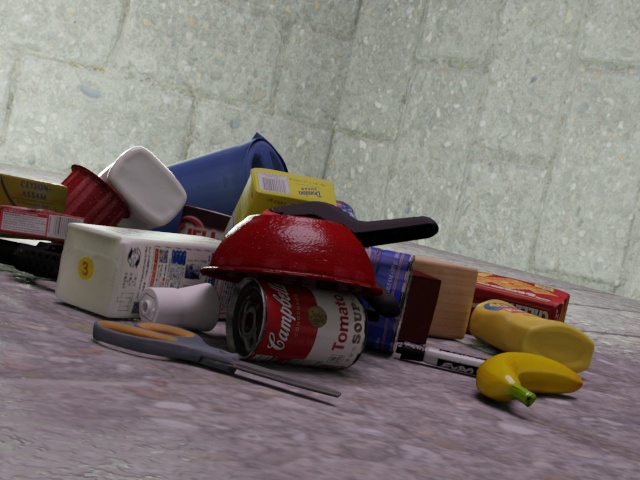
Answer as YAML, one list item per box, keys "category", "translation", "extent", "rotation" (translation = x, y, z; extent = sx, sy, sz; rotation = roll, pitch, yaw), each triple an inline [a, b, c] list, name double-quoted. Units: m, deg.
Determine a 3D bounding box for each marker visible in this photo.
- category: "marker"
  translation: [0.134, 0.119, 1.050]
  extent: [0.121, 0.020, 0.020]
  rotation: [13, 4, 6]

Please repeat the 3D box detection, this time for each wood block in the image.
- category: "wood block"
  translation: [0.075, 0.058, 1.273]
  extent: [0.205, 0.090, 0.091]
  rotation: [9, 4, -32]

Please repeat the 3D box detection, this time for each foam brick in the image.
- category: "foam brick"
  translation: [0.094, 0.072, 1.202]
  extent: [0.051, 0.078, 0.053]
  rotation: [12, 3, -31]

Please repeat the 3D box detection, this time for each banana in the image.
- category: "banana"
  translation: [0.186, 0.129, 0.979]
  extent: [0.070, 0.037, 0.197]
  rotation: [33, 13, 23]

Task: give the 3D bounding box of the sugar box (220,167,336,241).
- category: "sugar box"
  translation: [-0.057, 0.002, 1.167]
  extent: [0.093, 0.176, 0.048]
  rotation: [10, 43, -19]

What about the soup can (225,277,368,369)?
- category: "soup can"
  translation: [-0.020, 0.071, 0.899]
  extent: [0.102, 0.068, 0.069]
  rotation: [10, 4, -30]

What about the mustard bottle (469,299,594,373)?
- category: "mustard bottle"
  translation: [0.231, 0.108, 1.259]
  extent: [0.096, 0.058, 0.192]
  rotation: [12, 3, -21]

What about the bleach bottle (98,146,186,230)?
- category: "bleach bottle"
  translation: [-0.265, -0.054, 1.394]
  extent: [0.102, 0.068, 0.251]
  rotation: [46, -24, -18]

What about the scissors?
- category: "scissors"
  translation: [-0.077, 0.090, 0.833]
  extent: [0.202, 0.016, 0.096]
  rotation: [13, 3, 7]

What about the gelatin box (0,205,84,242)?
- category: "gelatin box"
  translation: [-0.299, -0.017, 1.115]
  extent: [0.089, 0.030, 0.073]
  rotation: [9, -4, -25]

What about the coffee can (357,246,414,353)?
- category: "coffee can"
  translation: [0.017, 0.050, 1.089]
  extent: [0.140, 0.103, 0.102]
  rotation: [13, 4, 7]

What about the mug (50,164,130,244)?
- category: "mug"
  translation: [-0.286, -0.024, 1.289]
  extent: [0.093, 0.081, 0.117]
  rotation: [25, -25, 34]

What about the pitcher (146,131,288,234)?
- category: "pitcher"
  translation: [-0.171, -0.048, 1.513]
  extent: [0.243, 0.145, 0.149]
  rotation: [-11, 22, 25]

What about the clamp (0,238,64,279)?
- category: "clamp"
  translation: [-0.287, 0.018, 1.088]
  extent: [0.164, 0.036, 0.210]
  rotation: [9, 1, -27]

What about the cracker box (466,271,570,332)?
- category: "cracker box"
  translation: [0.250, 0.092, 1.473]
  extent: [0.164, 0.072, 0.213]
  rotation: [13, 4, 17]

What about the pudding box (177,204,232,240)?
- category: "pudding box"
  translation: [-0.125, 0.012, 1.311]
  extent: [0.114, 0.090, 0.039]
  rotation: [14, 3, 22]

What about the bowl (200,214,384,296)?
- category: "bowl"
  translation: [-0.022, 0.012, 0.933]
  extent: [0.162, 0.055, 0.162]
  rotation: [6, -7, 1]

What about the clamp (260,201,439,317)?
- category: "clamp"
  translation: [0.028, -0.002, 1.038]
  extent: [0.172, 0.039, 0.120]
  rotation: [27, 51, 19]
